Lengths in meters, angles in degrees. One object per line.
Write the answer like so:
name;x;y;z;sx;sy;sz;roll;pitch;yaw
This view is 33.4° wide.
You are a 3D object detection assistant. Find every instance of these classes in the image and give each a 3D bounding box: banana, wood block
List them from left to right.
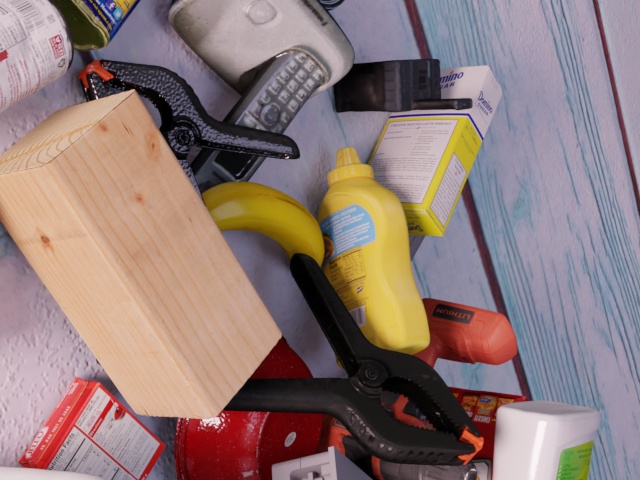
wood block;-0.126;0.015;0.724;0.090;0.091;0.206;-49;121;-38
banana;-0.045;-0.011;0.865;0.197;0.070;0.037;17;38;-53

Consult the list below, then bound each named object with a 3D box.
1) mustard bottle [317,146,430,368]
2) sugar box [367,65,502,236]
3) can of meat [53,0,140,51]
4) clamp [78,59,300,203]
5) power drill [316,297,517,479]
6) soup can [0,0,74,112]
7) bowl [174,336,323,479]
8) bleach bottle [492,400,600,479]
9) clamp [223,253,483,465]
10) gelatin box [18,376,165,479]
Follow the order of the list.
mustard bottle;0.038;0.010;0.932;0.058;0.096;0.191;1;72;-36
sugar box;0.101;-0.087;1.014;0.048;0.094;0.176;53;54;-39
can of meat;-0.161;-0.191;0.717;0.102;0.058;0.084;51;57;-39
clamp;-0.095;-0.075;0.773;0.171;0.039;0.120;50;60;-17
power drill;0.093;0.134;0.931;0.187;0.185;0.057;-44;128;-32
soup can;-0.210;-0.110;0.652;0.102;0.069;0.068;-43;124;-41
bowl;-0.045;0.150;0.858;0.161;0.055;0.162;-24;120;-52
bleach bottle;0.180;0.265;0.895;0.102;0.068;0.251;5;89;-52
clamp;0.024;0.116;0.820;0.164;0.210;0.036;-49;171;-41
gelatin box;-0.161;0.151;0.758;0.089;0.030;0.073;53;54;-37
